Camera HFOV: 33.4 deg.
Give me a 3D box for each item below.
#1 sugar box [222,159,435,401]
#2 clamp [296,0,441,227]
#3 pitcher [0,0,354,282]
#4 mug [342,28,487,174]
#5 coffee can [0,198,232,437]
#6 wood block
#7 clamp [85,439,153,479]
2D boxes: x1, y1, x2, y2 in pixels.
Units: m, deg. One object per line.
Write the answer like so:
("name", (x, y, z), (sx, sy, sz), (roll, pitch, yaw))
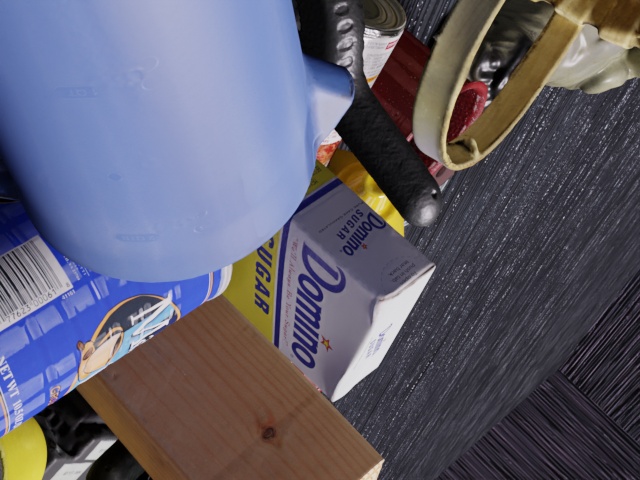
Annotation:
("sugar box", (-0.032, -0.010, 0.538), (0.048, 0.176, 0.093), (-33, 158, -35))
("clamp", (0.002, -0.080, 0.522), (0.039, 0.120, 0.171), (-39, 127, -44))
("pitcher", (-0.083, -0.091, 0.363), (0.149, 0.145, 0.243), (-52, 161, -20))
("mug", (0.055, -0.094, 0.698), (0.117, 0.081, 0.093), (-30, 155, -39))
("coffee can", (-0.127, 0.017, 0.506), (0.140, 0.103, 0.103), (-34, 158, -31))
("wood block", (-0.070, 0.094, 0.626), (0.090, 0.206, 0.090), (-37, 159, -23))
("clamp", (-0.105, 0.134, 0.763), (0.209, 0.036, 0.165), (-57, 169, -42))
